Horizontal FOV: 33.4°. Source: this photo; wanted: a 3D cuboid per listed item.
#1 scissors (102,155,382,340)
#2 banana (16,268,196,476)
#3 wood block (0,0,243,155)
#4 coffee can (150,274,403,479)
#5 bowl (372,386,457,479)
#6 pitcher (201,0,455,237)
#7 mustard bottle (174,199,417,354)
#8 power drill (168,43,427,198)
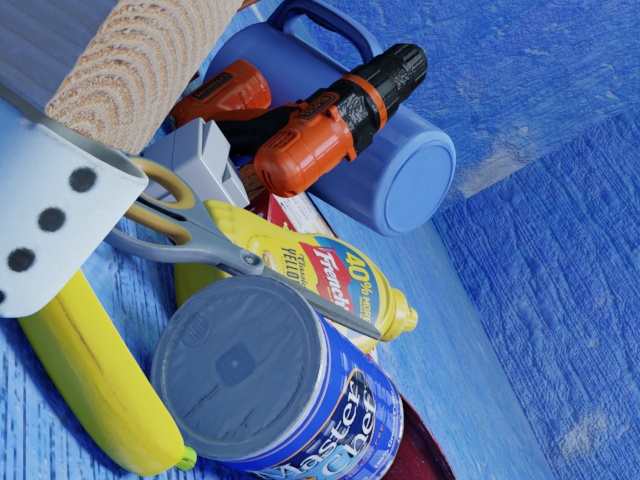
[{"bbox_3d":[-0.054,0.001,0.666,0.201,0.016,0.096,20,34,-23],"label":"scissors"},{"bbox_3d":[-0.117,0.037,0.496,0.198,0.037,0.070,61,-10,-8],"label":"banana"},{"bbox_3d":[-0.143,-0.132,0.432,0.206,0.091,0.090,35,3,13],"label":"wood block"},{"bbox_3d":[-0.021,0.092,0.627,0.140,0.103,0.103,46,17,-58],"label":"coffee can"},{"bbox_3d":[0.035,0.168,0.722,0.162,0.055,0.162,47,-28,35],"label":"bowl"},{"bbox_3d":[0.011,-0.113,1.007,0.243,0.145,0.149,35,-22,34],"label":"pitcher"},{"bbox_3d":[-0.007,0.039,0.746,0.191,0.058,0.096,17,50,-36],"label":"mustard bottle"},{"bbox_3d":[-0.024,-0.111,0.888,0.188,0.184,0.057,13,-45,48],"label":"power drill"}]
